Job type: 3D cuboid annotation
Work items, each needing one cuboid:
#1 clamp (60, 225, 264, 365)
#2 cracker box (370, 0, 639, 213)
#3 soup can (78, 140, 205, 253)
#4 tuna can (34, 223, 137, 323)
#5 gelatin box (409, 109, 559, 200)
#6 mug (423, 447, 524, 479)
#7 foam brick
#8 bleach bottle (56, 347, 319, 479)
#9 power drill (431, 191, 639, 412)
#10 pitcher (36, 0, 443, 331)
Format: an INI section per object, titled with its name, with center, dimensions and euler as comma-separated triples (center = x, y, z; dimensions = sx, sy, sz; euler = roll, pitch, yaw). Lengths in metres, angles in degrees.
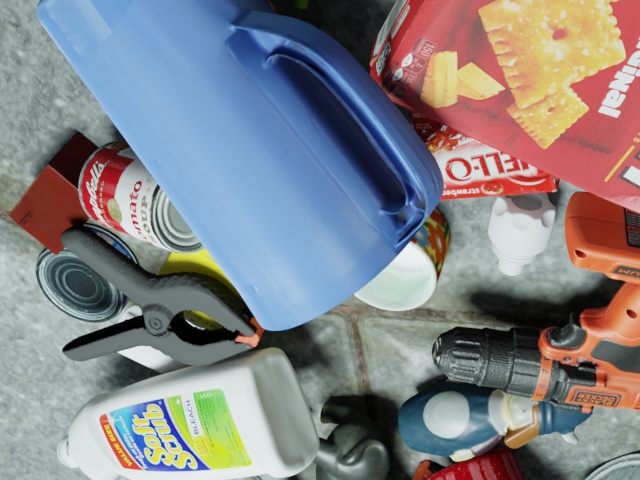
[clamp]
center = -0.131, 0.064, 0.841
dimensions = 0.171, 0.039, 0.120
euler = 20, 125, 6
[cracker box]
center = 0.157, -0.116, 0.598
dimensions = 0.213, 0.072, 0.164
euler = 23, 128, -11
[soup can]
center = -0.122, -0.032, 0.780
dimensions = 0.102, 0.068, 0.068
euler = 18, 138, 47
[tuna can]
center = -0.199, 0.029, 0.913
dimensions = 0.086, 0.033, 0.086
euler = 11, 129, 14
[gelatin box]
center = 0.111, -0.066, 0.714
dimensions = 0.089, 0.030, 0.073
euler = -2, 125, 24
[mug]
center = 0.123, 0.227, 0.879
dimensions = 0.117, 0.081, 0.093
euler = -24, 160, 8
[foam brick]
center = -0.202, -0.037, 0.851
dimensions = 0.053, 0.051, 0.078
euler = 41, 130, -11
[bleach bottle]
center = -0.126, 0.164, 0.894
dimensions = 0.251, 0.068, 0.102
euler = -20, 91, 34
[power drill]
center = 0.180, 0.049, 0.728
dimensions = 0.184, 0.057, 0.188
euler = 7, 141, -2
[pitcher]
center = -0.046, -0.077, 0.633
dimensions = 0.149, 0.145, 0.242
euler = -36, 107, 6
